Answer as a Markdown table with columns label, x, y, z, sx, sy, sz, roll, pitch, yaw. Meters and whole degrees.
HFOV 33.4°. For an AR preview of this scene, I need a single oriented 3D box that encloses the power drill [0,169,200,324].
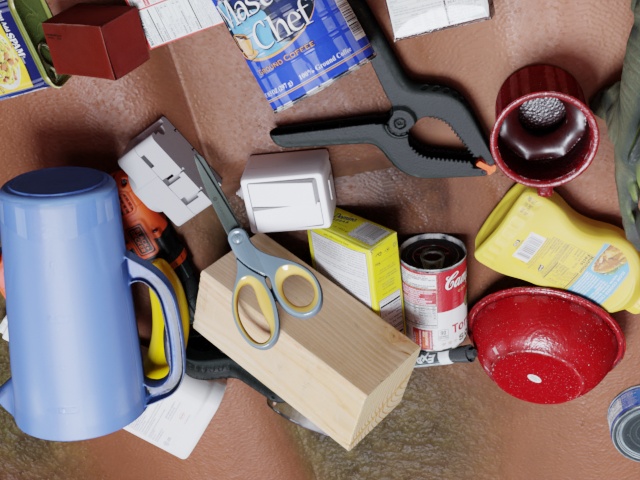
| label | x | y | z | sx | sy | sz | roll | pitch | yaw |
| --- | --- | --- | --- | --- | --- | --- | --- | --- | --- |
| power drill | -0.229 | 0.035 | 1.110 | 0.188 | 0.057 | 0.184 | -23 | 113 | 9 |

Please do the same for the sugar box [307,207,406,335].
| label | x | y | z | sx | sy | sz | roll | pitch | yaw |
| --- | --- | --- | --- | --- | --- | --- | --- | --- | --- |
| sugar box | 0.040 | 0.060 | 1.079 | 0.093 | 0.048 | 0.176 | 25 | 137 | 42 |

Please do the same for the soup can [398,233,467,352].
| label | x | y | z | sx | sy | sz | roll | pitch | yaw |
| --- | --- | --- | --- | --- | --- | --- | --- | --- | --- |
| soup can | 0.114 | 0.053 | 1.074 | 0.068 | 0.068 | 0.102 | 0 | 122 | 8 |

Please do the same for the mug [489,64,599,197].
| label | x | y | z | sx | sy | sz | roll | pitch | yaw |
| --- | --- | --- | --- | --- | --- | --- | --- | --- | --- |
| mug | 0.200 | -0.096 | 0.961 | 0.093 | 0.081 | 0.117 | -6 | 120 | 11 |

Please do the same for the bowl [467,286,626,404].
| label | x | y | z | sx | sy | sz | roll | pitch | yaw |
| --- | --- | --- | --- | --- | --- | --- | --- | --- | --- |
| bowl | 0.222 | 0.117 | 1.076 | 0.162 | 0.055 | 0.162 | 13 | 142 | 10 |

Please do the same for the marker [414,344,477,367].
| label | x | y | z | sx | sy | sz | roll | pitch | yaw |
| --- | --- | --- | --- | --- | --- | --- | --- | --- | --- |
| marker | 0.113 | 0.122 | 1.117 | 0.121 | 0.020 | 0.020 | -12 | 122 | 44 |

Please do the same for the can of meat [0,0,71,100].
| label | x | y | z | sx | sy | sz | roll | pitch | yaw |
| --- | --- | --- | --- | --- | --- | --- | --- | --- | --- |
| can of meat | -0.293 | -0.183 | 0.994 | 0.084 | 0.057 | 0.102 | -12 | 118 | 18 |

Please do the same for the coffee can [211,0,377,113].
| label | x | y | z | sx | sy | sz | roll | pitch | yaw |
| --- | --- | --- | --- | --- | --- | --- | --- | --- | --- |
| coffee can | -0.029 | -0.193 | 0.904 | 0.103 | 0.102 | 0.140 | -26 | 100 | 22 |

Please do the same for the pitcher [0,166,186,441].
| label | x | y | z | sx | sy | sz | roll | pitch | yaw |
| --- | --- | --- | --- | --- | --- | --- | --- | --- | --- |
| pitcher | -0.228 | 0.057 | 1.021 | 0.145 | 0.148 | 0.243 | 18 | 118 | 41 |

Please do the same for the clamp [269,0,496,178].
| label | x | y | z | sx | sy | sz | roll | pitch | yaw |
| --- | --- | --- | --- | --- | --- | --- | --- | --- | --- |
| clamp | 0.074 | -0.125 | 0.989 | 0.210 | 0.036 | 0.165 | 21 | 121 | -3 |

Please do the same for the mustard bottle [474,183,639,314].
| label | x | y | z | sx | sy | sz | roll | pitch | yaw |
| --- | --- | --- | --- | --- | --- | --- | --- | --- | --- |
| mustard bottle | 0.253 | 0.020 | 1.039 | 0.191 | 0.058 | 0.096 | 28 | 123 | -9 |

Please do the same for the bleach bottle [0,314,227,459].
| label | x | y | z | sx | sy | sz | roll | pitch | yaw |
| --- | --- | --- | --- | --- | --- | --- | --- | --- | --- |
| bleach bottle | -0.237 | 0.143 | 1.185 | 0.250 | 0.068 | 0.103 | 29 | 112 | -6 |

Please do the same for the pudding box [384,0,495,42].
| label | x | y | z | sx | sy | sz | roll | pitch | yaw |
| --- | --- | --- | --- | --- | --- | --- | --- | --- | --- |
| pudding box | 0.093 | -0.234 | 0.907 | 0.090 | 0.039 | 0.113 | -10 | 105 | 15 |

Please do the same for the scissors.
| label | x | y | z | sx | sy | sz | roll | pitch | yaw |
| --- | --- | --- | --- | --- | --- | --- | --- | --- | --- |
| scissors | -0.057 | 0.001 | 1.003 | 0.096 | 0.016 | 0.202 | -14 | 76 | 7 |

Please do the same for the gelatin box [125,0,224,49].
| label | x | y | z | sx | sy | sz | roll | pitch | yaw |
| --- | --- | --- | --- | --- | --- | --- | --- | --- | --- |
| gelatin box | -0.130 | -0.222 | 0.962 | 0.089 | 0.030 | 0.073 | -15 | 118 | 20 |

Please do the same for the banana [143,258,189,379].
| label | x | y | z | sx | sy | sz | roll | pitch | yaw |
| --- | --- | --- | --- | --- | --- | --- | --- | --- | --- |
| banana | -0.172 | 0.106 | 1.101 | 0.069 | 0.037 | 0.198 | 19 | 121 | -15 |

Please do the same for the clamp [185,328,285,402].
| label | x | y | z | sx | sy | sz | roll | pitch | yaw |
| --- | --- | --- | --- | --- | --- | --- | --- | --- | --- |
| clamp | -0.088 | 0.126 | 1.123 | 0.171 | 0.120 | 0.039 | -2 | 114 | 14 |

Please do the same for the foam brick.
| label | x | y | z | sx | sy | sz | roll | pitch | yaw |
| --- | --- | --- | --- | --- | --- | --- | --- | --- | --- |
| foam brick | -0.203 | -0.181 | 0.968 | 0.078 | 0.051 | 0.053 | 12 | 127 | 33 |

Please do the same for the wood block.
| label | x | y | z | sx | sy | sz | roll | pitch | yaw |
| --- | --- | --- | --- | --- | --- | --- | --- | --- | --- |
| wood block | -0.017 | 0.095 | 1.047 | 0.206 | 0.090 | 0.090 | 35 | 137 | 21 |
